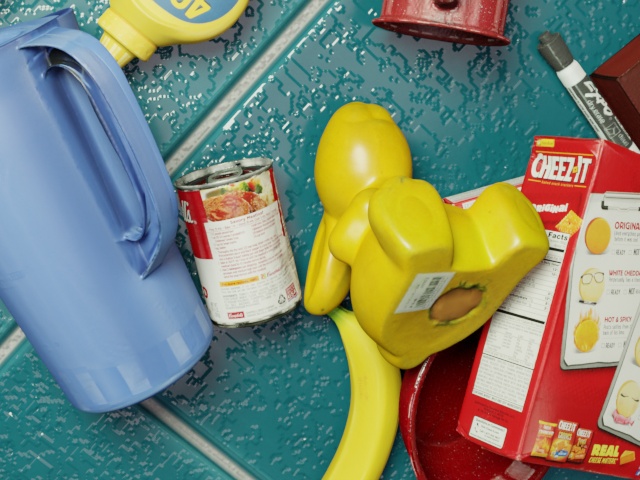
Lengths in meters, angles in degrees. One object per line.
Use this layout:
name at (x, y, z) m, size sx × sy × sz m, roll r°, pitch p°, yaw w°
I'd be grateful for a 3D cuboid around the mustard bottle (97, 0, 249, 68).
mustard bottle at (-0.081, -0.186, 0.689) m, size 0.096 × 0.058 × 0.191 m, roll 39°, pitch 94°, yaw -15°

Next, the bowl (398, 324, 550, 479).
bowl at (0.111, 0.114, 0.775) m, size 0.161 × 0.055 × 0.162 m, roll -7°, pitch 102°, yaw -33°

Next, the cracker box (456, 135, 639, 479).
cracker box at (0.195, 0.051, 0.743) m, size 0.163 × 0.072 × 0.214 m, roll 16°, pitch 89°, yaw -36°

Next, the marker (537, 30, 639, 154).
marker at (0.195, -0.102, 0.776) m, size 0.020 × 0.020 × 0.121 m, roll -39°, pitch 105°, yaw 0°

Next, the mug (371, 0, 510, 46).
mug at (0.084, -0.176, 0.693) m, size 0.093 × 0.117 × 0.081 m, roll 10°, pitch 96°, yaw 7°

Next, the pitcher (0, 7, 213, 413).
pitcher at (-0.157, -0.016, 0.673) m, size 0.145 × 0.149 × 0.243 m, roll -26°, pitch 109°, yaw -3°

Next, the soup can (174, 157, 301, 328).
soup can at (-0.055, 0.001, 0.731) m, size 0.068 × 0.068 × 0.102 m, roll -14°, pitch 105°, yaw -6°

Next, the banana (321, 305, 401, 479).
banana at (0.023, 0.137, 0.793) m, size 0.069 × 0.037 × 0.198 m, roll 7°, pitch 101°, yaw 7°
